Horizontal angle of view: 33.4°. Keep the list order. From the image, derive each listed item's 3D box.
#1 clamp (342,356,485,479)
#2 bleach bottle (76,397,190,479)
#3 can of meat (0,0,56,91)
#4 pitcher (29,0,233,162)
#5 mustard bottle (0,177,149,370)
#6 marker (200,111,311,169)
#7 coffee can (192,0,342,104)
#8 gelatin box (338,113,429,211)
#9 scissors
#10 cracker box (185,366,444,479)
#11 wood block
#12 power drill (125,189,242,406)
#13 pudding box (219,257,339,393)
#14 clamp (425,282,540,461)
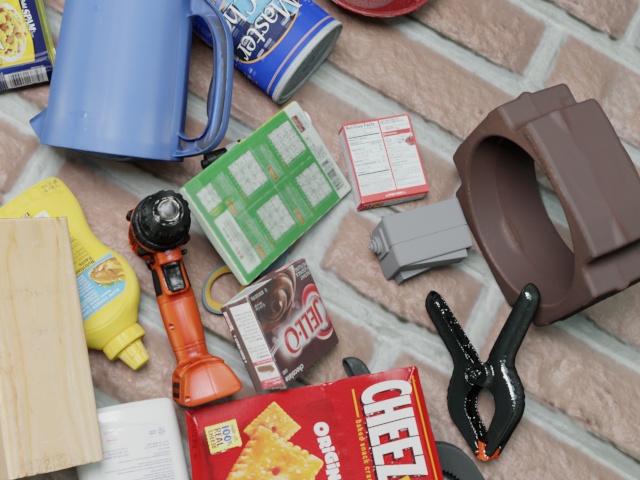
[{"bbox_3d":[0.080,0.212,1.005,0.210,0.036,0.164,19,72,0],"label":"clamp"},{"bbox_3d":[-0.156,0.270,0.934,0.102,0.068,0.251,-8,78,-14],"label":"bleach bottle"},{"bbox_3d":[-0.305,-0.197,1.043,0.084,0.057,0.102,-14,77,-12],"label":"can of meat"},{"bbox_3d":[-0.168,-0.192,0.984,0.149,0.145,0.243,5,95,-34],"label":"pitcher"},{"bbox_3d":[-0.224,0.041,0.988,0.096,0.058,0.191,-38,84,-16],"label":"mustard bottle"},{"bbox_3d":[-0.065,-0.100,1.078,0.121,0.020,0.020,-25,80,-16],"label":"marker"},{"bbox_3d":[-0.063,-0.220,1.069,0.140,0.103,0.102,40,71,3],"label":"coffee can"},{"bbox_3d":[0.064,-0.081,1.090,0.073,0.030,0.089,-11,76,-12],"label":"gelatin box"},{"bbox_3d":[-0.057,0.001,1.051,0.096,0.016,0.201,13,72,-8],"label":"scissors"},{"bbox_3d":[-0.002,0.209,0.922,0.213,0.072,0.164,-12,52,1],"label":"cracker box"},{"bbox_3d":[-0.255,0.091,0.891,0.090,0.091,0.206,-3,80,-44],"label":"wood block"},{"bbox_3d":[-0.123,0.050,0.948,0.057,0.185,0.187,-15,87,-13],"label":"power drill"},{"bbox_3d":[-0.035,0.077,0.981,0.113,0.039,0.090,-33,101,-55],"label":"pudding box"},{"bbox_3d":[0.149,0.122,1.029,0.039,0.120,0.171,11,85,-47],"label":"clamp"}]
